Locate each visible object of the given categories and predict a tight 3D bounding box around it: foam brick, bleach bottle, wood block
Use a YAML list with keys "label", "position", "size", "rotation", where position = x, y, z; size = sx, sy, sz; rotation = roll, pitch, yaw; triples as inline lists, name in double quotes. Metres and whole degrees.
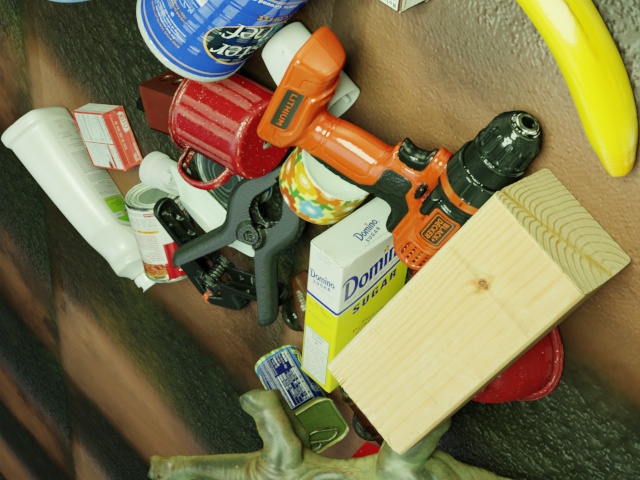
- label: "foam brick"
  position: [-0.134, -0.135, 1.058]
  size: [0.078, 0.052, 0.051]
  rotation: [22, 136, 43]
- label: "bleach bottle"
  position: [-0.281, -0.045, 1.313]
  size: [0.068, 0.102, 0.251]
  rotation: [-35, 89, 19]
- label: "wood block"
  position: [0.110, 0.055, 0.778]
  size: [0.091, 0.090, 0.206]
  rotation: [50, 127, 13]

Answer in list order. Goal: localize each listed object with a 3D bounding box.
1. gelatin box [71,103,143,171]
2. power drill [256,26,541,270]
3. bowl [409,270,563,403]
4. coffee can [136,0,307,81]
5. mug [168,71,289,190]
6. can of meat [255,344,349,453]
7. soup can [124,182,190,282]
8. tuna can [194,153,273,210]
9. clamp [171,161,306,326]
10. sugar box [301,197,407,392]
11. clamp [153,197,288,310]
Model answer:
- label: "gelatin box"
  position: [-0.251, -0.123, 1.260]
  size: [0.089, 0.030, 0.073]
  rotation: [11, 126, 51]
- label: "power drill"
  position: [0.054, -0.075, 0.799]
  size: [0.187, 0.057, 0.185]
  rotation: [38, 140, 2]
- label: "bowl"
  position: [0.121, 0.078, 0.889]
  size: [0.162, 0.055, 0.162]
  rotation: [35, 143, 32]
- label: "coffee can"
  position: [-0.069, -0.201, 0.833]
  size: [0.103, 0.102, 0.141]
  rotation: [57, 141, -1]
- label: "mug"
  position: [-0.084, -0.097, 0.966]
  size: [0.082, 0.117, 0.093]
  rotation: [31, 171, 30]
- label: "can of meat"
  position: [-0.021, 0.169, 1.138]
  size: [0.084, 0.057, 0.102]
  rotation: [56, 177, 36]
- label: "soup can"
  position: [-0.181, -0.012, 1.226]
  size: [0.069, 0.068, 0.102]
  rotation: [25, 137, 42]
- label: "tuna can"
  position: [-0.088, -0.069, 1.071]
  size: [0.086, 0.033, 0.086]
  rotation: [36, 144, 32]
- label: "clamp"
  position: [-0.057, 0.001, 1.026]
  size: [0.120, 0.039, 0.172]
  rotation: [38, 119, -5]
- label: "sugar box"
  position: [0.032, 0.050, 0.952]
  size: [0.048, 0.093, 0.176]
  rotation: [40, 146, 26]
- label: "clamp"
  position: [-0.105, 0.039, 1.156]
  size: [0.164, 0.036, 0.210]
  rotation: [36, 163, 9]
